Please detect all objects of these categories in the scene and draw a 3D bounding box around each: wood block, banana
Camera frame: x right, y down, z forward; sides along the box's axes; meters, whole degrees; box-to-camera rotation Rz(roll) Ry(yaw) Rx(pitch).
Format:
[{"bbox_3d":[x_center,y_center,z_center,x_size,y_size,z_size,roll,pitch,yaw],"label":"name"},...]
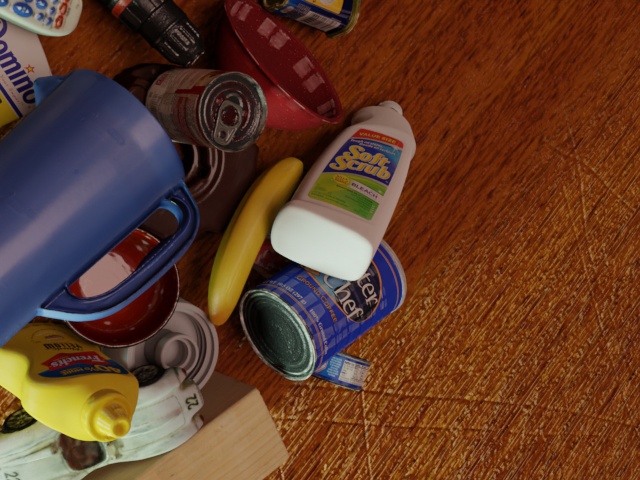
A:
[{"bbox_3d":[-0.145,0.226,1.033,0.205,0.091,0.090,-35,115,-27],"label":"wood block"},{"bbox_3d":[-0.061,-0.012,1.038,0.197,0.037,0.069,-60,147,-21],"label":"banana"}]

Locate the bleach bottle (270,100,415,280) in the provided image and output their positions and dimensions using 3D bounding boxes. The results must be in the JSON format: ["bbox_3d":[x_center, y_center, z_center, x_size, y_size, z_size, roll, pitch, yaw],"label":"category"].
[{"bbox_3d":[0.035,-0.070,1.089,0.102,0.068,0.250,23,42,1],"label":"bleach bottle"}]

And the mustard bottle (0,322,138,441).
[{"bbox_3d":[-0.209,0.124,0.907,0.096,0.192,0.058,4,102,-36],"label":"mustard bottle"}]

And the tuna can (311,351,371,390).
[{"bbox_3d":[0.008,0.131,1.133,0.086,0.086,0.034,22,85,-36],"label":"tuna can"}]

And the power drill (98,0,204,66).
[{"bbox_3d":[-0.131,-0.272,0.967,0.184,0.057,0.187,46,65,-10],"label":"power drill"}]

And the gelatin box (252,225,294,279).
[{"bbox_3d":[-0.045,0.000,1.110,0.089,0.030,0.073,38,74,-34],"label":"gelatin box"}]

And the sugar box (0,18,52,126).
[{"bbox_3d":[-0.313,-0.126,0.889,0.176,0.048,0.093,-31,117,-26],"label":"sugar box"}]

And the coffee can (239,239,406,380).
[{"bbox_3d":[0.004,0.060,1.070,0.140,0.103,0.103,-34,115,-36],"label":"coffee can"}]

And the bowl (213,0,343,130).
[{"bbox_3d":[-0.051,-0.161,1.035,0.055,0.162,0.162,-40,127,21],"label":"bowl"}]

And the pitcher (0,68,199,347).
[{"bbox_3d":[-0.222,-0.007,0.839,0.242,0.149,0.145,-48,134,-26],"label":"pitcher"}]

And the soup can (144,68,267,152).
[{"bbox_3d":[-0.103,-0.116,0.937,0.068,0.102,0.068,-8,104,-36],"label":"soup can"}]

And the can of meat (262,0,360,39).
[{"bbox_3d":[-0.006,-0.267,1.079,0.083,0.058,0.102,14,78,-34],"label":"can of meat"}]
